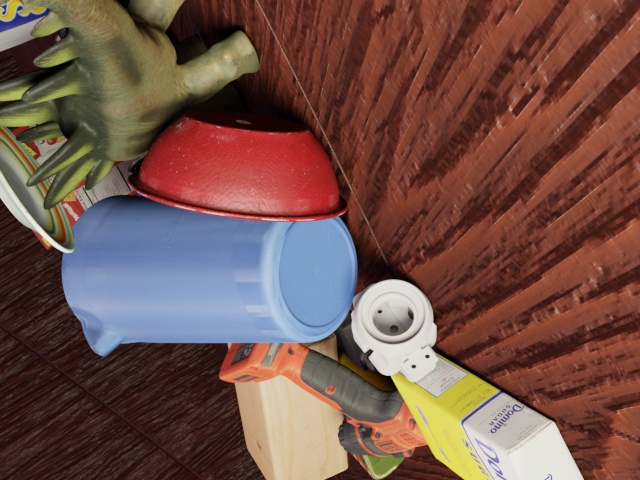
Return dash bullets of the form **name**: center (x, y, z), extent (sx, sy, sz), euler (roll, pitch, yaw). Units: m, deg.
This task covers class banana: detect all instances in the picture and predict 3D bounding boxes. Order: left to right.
- **banana**: center (0.052, 0.151, 1.106), extent (0.069, 0.037, 0.198), euler (41, 175, -22)

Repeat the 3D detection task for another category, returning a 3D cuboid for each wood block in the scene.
- **wood block**: center (-0.035, 0.164, 1.137), extent (0.091, 0.090, 0.206), euler (50, 154, 45)

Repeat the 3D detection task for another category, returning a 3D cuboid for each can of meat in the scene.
- **can of meat**: center (0.050, 0.215, 1.229), extent (0.084, 0.057, 0.102), euler (42, 162, 42)

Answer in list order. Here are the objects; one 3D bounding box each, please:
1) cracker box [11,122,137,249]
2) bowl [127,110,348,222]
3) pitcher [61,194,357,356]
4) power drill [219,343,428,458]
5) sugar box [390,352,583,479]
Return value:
- **cracker box**: center (-0.289, -0.106, 1.325), extent (0.164, 0.213, 0.072), euler (45, 165, 42)
- **bowl**: center (-0.056, -0.060, 0.773), extent (0.162, 0.161, 0.055), euler (-146, 60, -61)
- **pitcher**: center (-0.088, 0.015, 0.881), extent (0.243, 0.144, 0.149), euler (-1, 101, 42)
- **power drill**: center (0.006, 0.139, 0.971), extent (0.187, 0.057, 0.185), euler (28, 154, -13)
- **sugar box**: center (0.123, 0.148, 0.779), extent (0.093, 0.048, 0.176), euler (60, 169, -20)
